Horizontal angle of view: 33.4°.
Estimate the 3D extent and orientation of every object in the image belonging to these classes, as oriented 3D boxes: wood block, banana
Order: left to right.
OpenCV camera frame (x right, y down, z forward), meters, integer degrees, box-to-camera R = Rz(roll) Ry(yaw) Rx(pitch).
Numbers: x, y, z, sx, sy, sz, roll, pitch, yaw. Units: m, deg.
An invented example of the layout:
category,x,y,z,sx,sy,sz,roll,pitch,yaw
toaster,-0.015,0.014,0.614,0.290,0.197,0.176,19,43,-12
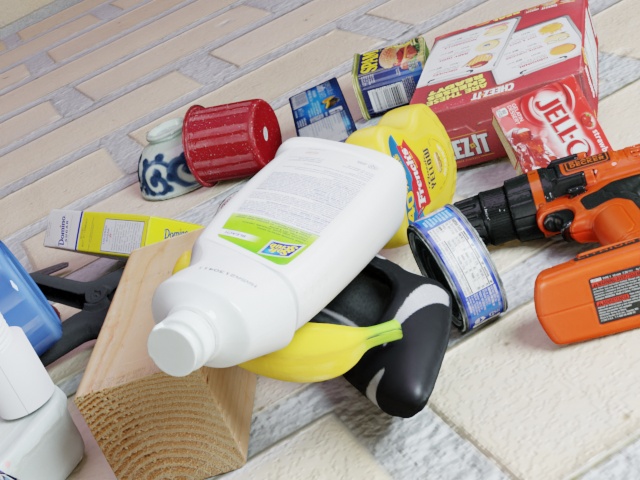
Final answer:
category,x,y,z,sx,sy,sz,roll,pitch,yaw
wood block,-0.102,0.080,0.787,0.090,0.091,0.206,-18,25,10
banana,-0.043,0.050,0.676,0.198,0.037,0.069,19,31,40

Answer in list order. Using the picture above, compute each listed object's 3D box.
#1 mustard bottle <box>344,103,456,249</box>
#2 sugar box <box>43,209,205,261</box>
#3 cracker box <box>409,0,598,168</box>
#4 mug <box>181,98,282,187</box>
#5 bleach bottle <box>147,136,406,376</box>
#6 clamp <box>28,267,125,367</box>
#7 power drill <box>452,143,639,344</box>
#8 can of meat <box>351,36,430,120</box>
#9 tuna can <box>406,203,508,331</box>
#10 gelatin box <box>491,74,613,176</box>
category,x,y,z,sx,sy,sz,roll,pitch,yaw
mustard bottle,0.054,-0.045,0.843,0.058,0.096,0.191,-8,13,26
sugar box,-0.179,-0.001,1.021,0.093,0.048,0.177,13,-3,-44
cracker box,0.182,-0.153,1.030,0.164,0.072,0.213,-14,27,22
mug,-0.090,-0.113,1.174,0.082,0.093,0.117,-7,19,22
bleach bottle,-0.033,0.008,0.643,0.103,0.068,0.250,12,26,21
clamp,-0.201,0.068,0.947,0.171,0.039,0.120,-8,49,13
power drill,0.176,-0.003,0.746,0.184,0.057,0.187,-18,25,12
can of meat,0.084,-0.184,1.197,0.084,0.057,0.102,-15,26,13
tuna can,0.094,0.019,0.741,0.033,0.086,0.086,-28,25,-5
gelatin box,0.188,-0.080,0.861,0.073,0.089,0.030,-22,-17,1
